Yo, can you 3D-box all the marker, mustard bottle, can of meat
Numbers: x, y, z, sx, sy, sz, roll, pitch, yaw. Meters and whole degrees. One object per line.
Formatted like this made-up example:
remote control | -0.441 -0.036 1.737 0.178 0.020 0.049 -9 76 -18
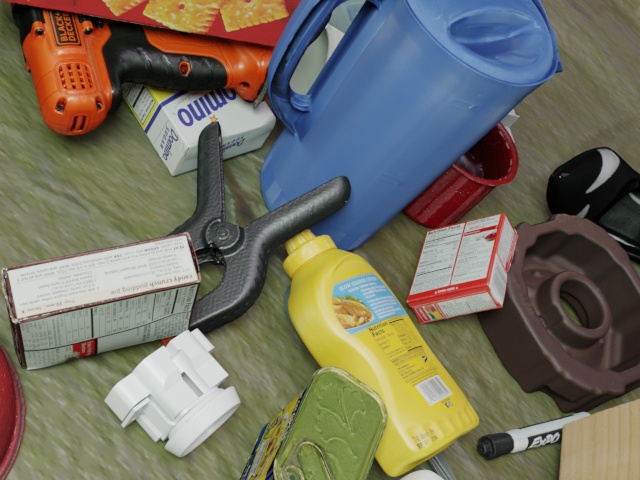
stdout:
marker | 0.169 0.153 0.839 0.120 0.020 0.020 -4 61 -36
mustard bottle | 0.030 0.068 0.756 0.096 0.058 0.192 -13 65 -53
can of meat | -0.012 0.143 0.678 0.057 0.084 0.102 34 45 -8

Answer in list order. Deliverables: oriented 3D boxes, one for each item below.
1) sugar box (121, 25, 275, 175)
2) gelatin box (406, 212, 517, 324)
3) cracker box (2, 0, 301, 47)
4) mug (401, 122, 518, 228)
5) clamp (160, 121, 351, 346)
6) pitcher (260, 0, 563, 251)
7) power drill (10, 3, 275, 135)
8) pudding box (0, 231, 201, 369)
sugar box | -0.119 -0.142 0.845 0.093 0.048 0.176 -24 71 -39
gelatin box | 0.115 0.022 0.862 0.030 0.073 0.089 55 37 -29
cracker box | -0.121 -0.231 0.757 0.213 0.072 0.164 8 51 -14
mug | 0.098 -0.066 0.911 0.117 0.082 0.093 13 52 -26
clamp | -0.055 0.001 0.744 0.120 0.039 0.171 14 68 16
pitcher | 0.043 -0.098 0.783 0.149 0.243 0.144 48 45 6
power drill | -0.131 -0.163 0.788 0.187 0.057 0.184 -7 65 -24
pudding box | -0.133 0.038 0.651 0.113 0.090 0.039 -13 68 -18
